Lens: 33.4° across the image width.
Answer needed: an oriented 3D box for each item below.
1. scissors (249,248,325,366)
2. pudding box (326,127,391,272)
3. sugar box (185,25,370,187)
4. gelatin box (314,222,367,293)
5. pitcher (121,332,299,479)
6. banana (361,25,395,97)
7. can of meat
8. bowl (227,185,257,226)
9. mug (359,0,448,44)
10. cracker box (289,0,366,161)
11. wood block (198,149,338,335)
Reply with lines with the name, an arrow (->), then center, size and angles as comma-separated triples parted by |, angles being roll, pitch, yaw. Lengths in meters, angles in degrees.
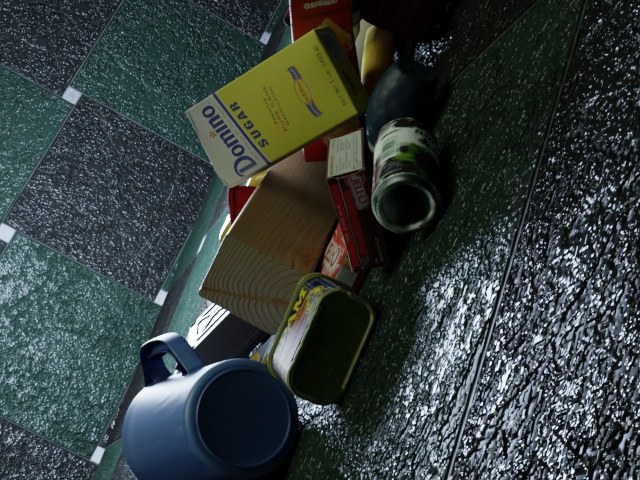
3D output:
scissors -> -0.048, 0.100, 1.201 | 0.096, 0.016, 0.201 | -20, 46, 63
pudding box -> 0.033, -0.036, 0.921 | 0.113, 0.039, 0.090 | -92, -13, -67
sugar box -> -0.043, -0.129, 1.056 | 0.176, 0.093, 0.048 | -28, 1, 30
gelatin box -> 0.019, 0.027, 1.007 | 0.073, 0.030, 0.089 | -64, 11, 10
pitcher -> -0.114, 0.175, 1.050 | 0.243, 0.149, 0.145 | -34, 34, 65
banana -> 0.071, -0.218, 1.280 | 0.197, 0.037, 0.070 | -79, -13, -59
can of meat -> 0.001, 0.084, 0.905 | 0.102, 0.057, 0.084 | -67, 13, 0
bowl -> -0.058, 0.002, 1.251 | 0.162, 0.055, 0.162 | -15, -90, -84
mug -> 0.096, -0.257, 1.117 | 0.117, 0.093, 0.081 | -23, -42, -67
cracker box -> 0.007, -0.210, 1.131 | 0.164, 0.072, 0.214 | -90, -4, -67
wood block -> -0.038, -0.010, 1.109 | 0.090, 0.091, 0.206 | -61, 2, 37
